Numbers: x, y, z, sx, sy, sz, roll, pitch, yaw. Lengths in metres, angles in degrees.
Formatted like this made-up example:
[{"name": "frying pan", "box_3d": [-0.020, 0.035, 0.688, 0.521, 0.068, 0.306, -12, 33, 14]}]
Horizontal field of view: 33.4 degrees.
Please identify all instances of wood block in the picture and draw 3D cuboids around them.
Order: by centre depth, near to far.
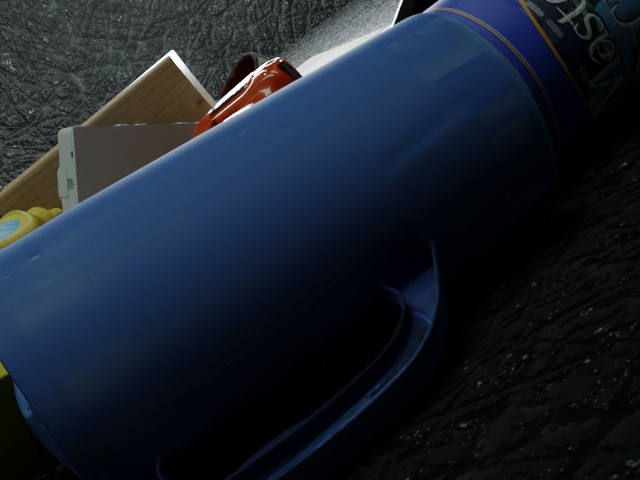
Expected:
[{"name": "wood block", "box_3d": [-0.190, -0.076, 0.994, 0.206, 0.090, 0.091, -39, 13, 4]}]

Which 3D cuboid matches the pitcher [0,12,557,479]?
[{"name": "pitcher", "box_3d": [-0.015, 0.012, 0.450, 0.242, 0.149, 0.145, -35, -3, -14]}]
